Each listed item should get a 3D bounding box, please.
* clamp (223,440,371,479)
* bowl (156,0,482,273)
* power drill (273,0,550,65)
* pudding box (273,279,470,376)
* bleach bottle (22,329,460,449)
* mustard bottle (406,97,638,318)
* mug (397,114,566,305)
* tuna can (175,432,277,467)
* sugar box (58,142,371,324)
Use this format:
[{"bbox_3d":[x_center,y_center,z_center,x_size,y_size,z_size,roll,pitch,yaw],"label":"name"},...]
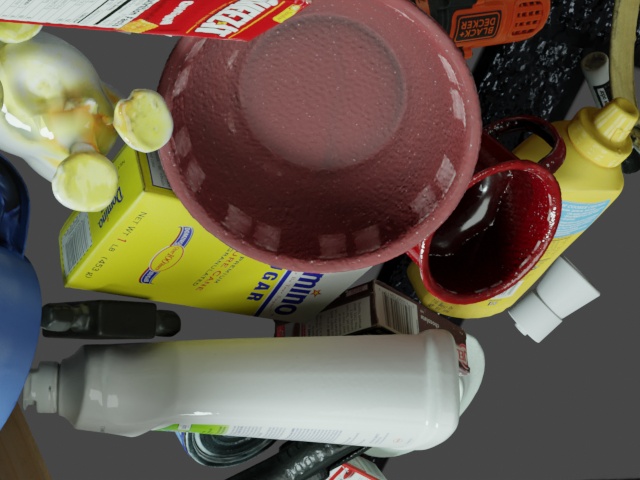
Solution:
[{"bbox_3d":[-0.016,0.162,0.764,0.171,0.039,0.120,-26,169,-4],"label":"clamp"},{"bbox_3d":[-0.001,-0.065,0.546,0.162,0.055,0.162,2,120,3],"label":"bowl"},{"bbox_3d":[0.064,-0.184,0.574,0.184,0.057,0.188,-15,132,-32],"label":"power drill"},{"bbox_3d":[0.036,0.072,0.734,0.090,0.039,0.113,-22,143,33],"label":"pudding box"},{"bbox_3d":[-0.050,0.089,0.644,0.250,0.068,0.103,3,160,-10],"label":"bleach bottle"},{"bbox_3d":[0.142,-0.023,0.704,0.096,0.058,0.192,0,144,-33],"label":"mustard bottle"},{"bbox_3d":[0.085,-0.031,0.611,0.117,0.082,0.093,-39,134,-1],"label":"mug"},{"bbox_3d":[-0.061,0.114,0.734,0.086,0.034,0.086,-18,130,-22],"label":"tuna can"},{"bbox_3d":[-0.054,0.001,0.628,0.175,0.048,0.093,14,137,-36],"label":"sugar box"}]
